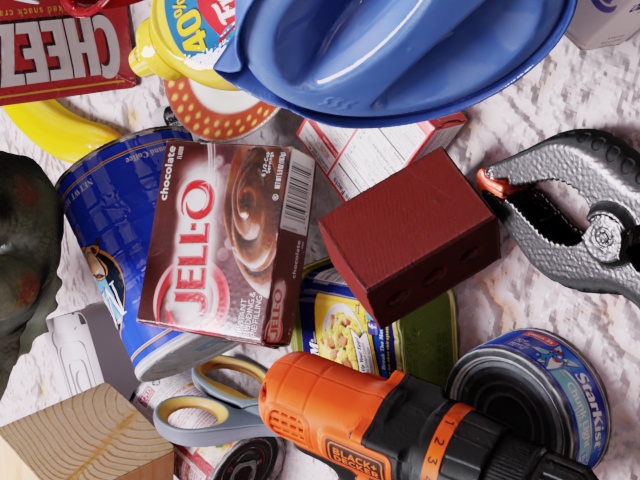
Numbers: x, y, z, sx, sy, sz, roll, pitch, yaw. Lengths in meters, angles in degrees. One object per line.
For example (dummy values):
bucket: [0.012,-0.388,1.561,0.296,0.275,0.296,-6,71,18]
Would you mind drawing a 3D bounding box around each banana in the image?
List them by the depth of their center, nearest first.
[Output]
banana: [-0.220,-0.109,0.851,0.198,0.037,0.070,46,134,27]

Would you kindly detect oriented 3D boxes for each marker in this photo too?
marker: [-0.072,-0.090,0.709,0.121,0.020,0.020,-6,98,49]

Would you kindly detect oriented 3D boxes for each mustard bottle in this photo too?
mustard bottle: [-0.040,-0.138,0.597,0.192,0.058,0.096,-23,73,36]

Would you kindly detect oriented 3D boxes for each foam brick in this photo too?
foam brick: [0.046,0.000,0.552,0.051,0.078,0.053,58,176,26]

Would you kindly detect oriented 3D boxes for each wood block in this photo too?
wood block: [-0.166,0.221,0.768,0.090,0.090,0.206,33,130,37]

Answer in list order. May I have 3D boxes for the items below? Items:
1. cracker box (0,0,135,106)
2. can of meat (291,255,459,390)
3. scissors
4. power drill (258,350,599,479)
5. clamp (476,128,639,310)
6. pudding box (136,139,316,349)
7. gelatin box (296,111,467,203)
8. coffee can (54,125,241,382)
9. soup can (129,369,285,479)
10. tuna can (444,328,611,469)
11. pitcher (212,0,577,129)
cracker box: [-0.222,-0.200,0.729,0.072,0.163,0.214,7,107,49]
can of meat: [0.032,0.065,0.619,0.084,0.057,0.102,8,110,44]
scissors: [-0.030,0.127,0.686,0.202,0.096,0.016,27,132,43]
power drill: [0.060,0.151,0.569,0.185,0.057,0.188,20,137,29]
clamp: [0.144,0.005,0.490,0.172,0.039,0.120,20,112,50]
pudding box: [-0.054,0.001,0.619,0.090,0.039,0.113,6,82,30]
gelatin box: [0.031,-0.063,0.596,0.073,0.030,0.089,55,138,20]
coffee can: [-0.103,0.009,0.713,0.103,0.102,0.140,-40,73,47]
soup can: [-0.084,0.139,0.762,0.102,0.068,0.068,33,125,37]
tuna can: [0.107,0.092,0.562,0.086,0.033,0.086,18,116,43]
pitcher: [0.026,-0.183,0.454,0.145,0.149,0.243,119,146,-59]
